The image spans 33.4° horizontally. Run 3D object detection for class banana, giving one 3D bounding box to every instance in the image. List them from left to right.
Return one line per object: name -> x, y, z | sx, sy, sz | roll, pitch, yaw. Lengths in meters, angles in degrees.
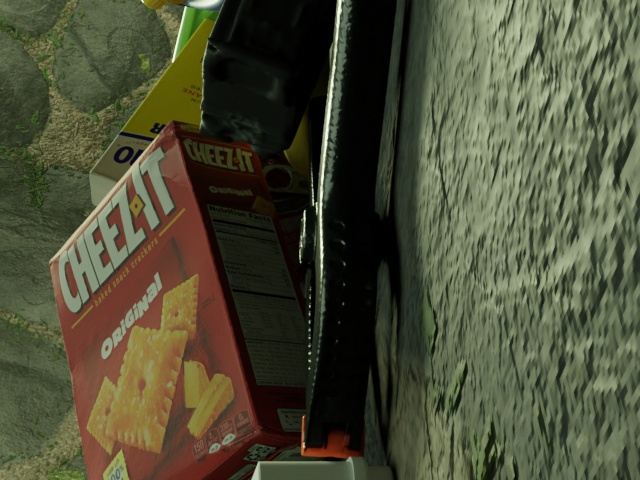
banana -> -0.013, -0.123, 0.690 | 0.070, 0.037, 0.198 | 97, 173, -69

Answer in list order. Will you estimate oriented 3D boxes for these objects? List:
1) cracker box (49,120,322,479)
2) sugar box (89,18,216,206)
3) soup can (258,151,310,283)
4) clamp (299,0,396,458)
cracker box -> -0.086, 0.061, 0.649 | 0.164, 0.071, 0.214 | -42, 53, 34
sugar box -> -0.088, -0.083, 0.798 | 0.048, 0.093, 0.176 | 102, -166, -54
soup can -> -0.036, -0.014, 0.746 | 0.102, 0.068, 0.068 | 100, 169, -53
clamp -> 0.010, -0.009, 0.491 | 0.165, 0.036, 0.210 | 104, 169, -69
